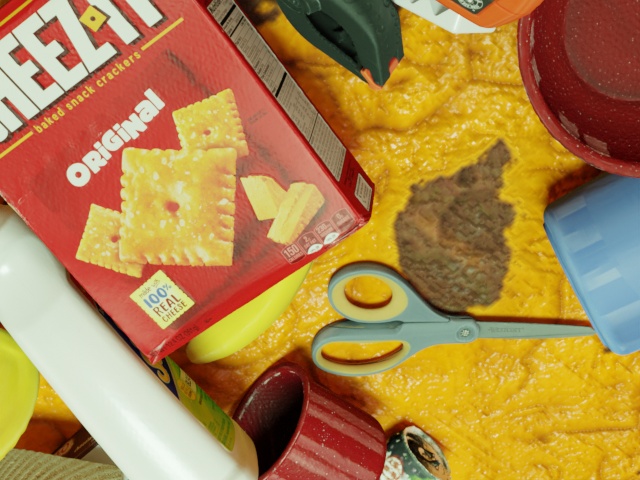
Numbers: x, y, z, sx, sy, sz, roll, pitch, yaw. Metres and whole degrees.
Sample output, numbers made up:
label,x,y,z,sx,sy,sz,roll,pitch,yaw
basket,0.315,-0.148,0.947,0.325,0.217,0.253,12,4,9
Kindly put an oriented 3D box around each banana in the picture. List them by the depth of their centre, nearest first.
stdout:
label,x,y,z,sx,sy,sz,roll,pitch,yaw
banana,-0.036,0.003,0.692,0.069,0.037,0.198,18,116,5

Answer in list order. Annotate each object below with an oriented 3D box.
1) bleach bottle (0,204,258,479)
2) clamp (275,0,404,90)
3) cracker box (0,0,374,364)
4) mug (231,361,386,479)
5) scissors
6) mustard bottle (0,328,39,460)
label,x,y,z,sx,sy,sz,roll,pitch,yaw
bleach bottle,-0.143,0.067,0.659,0.068,0.102,0.250,-40,101,2
clamp,-0.004,-0.147,0.573,0.171,0.120,0.039,39,82,-27
cracker box,-0.096,-0.057,0.606,0.164,0.072,0.213,-32,109,18
mug,-0.012,0.153,0.735,0.081,0.117,0.093,33,150,-26
scissors,0.090,0.047,0.738,0.201,0.016,0.096,-12,119,0
mustard bottle,-0.252,0.138,0.701,0.058,0.096,0.192,30,133,-22
